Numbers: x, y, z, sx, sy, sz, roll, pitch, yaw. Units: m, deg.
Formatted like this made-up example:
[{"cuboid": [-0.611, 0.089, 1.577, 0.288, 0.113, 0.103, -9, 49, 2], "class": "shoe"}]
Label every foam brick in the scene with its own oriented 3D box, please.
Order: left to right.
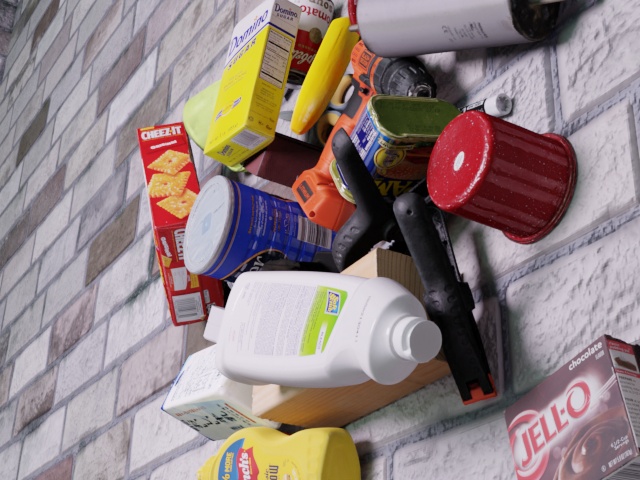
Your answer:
[{"cuboid": [-0.037, -0.089, 1.189, 0.053, 0.078, 0.051, 35, 106, 64], "class": "foam brick"}]

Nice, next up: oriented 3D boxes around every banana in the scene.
[{"cuboid": [0.011, -0.191, 1.161, 0.197, 0.037, 0.070, -70, 3, -47], "class": "banana"}]

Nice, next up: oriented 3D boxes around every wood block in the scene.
[{"cuboid": [0.028, 0.095, 0.946, 0.206, 0.090, 0.090, -36, 45, 49], "class": "wood block"}]

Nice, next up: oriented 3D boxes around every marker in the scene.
[{"cuboid": [0.126, -0.110, 0.959, 0.121, 0.020, 0.020, -13, 64, 60], "class": "marker"}]

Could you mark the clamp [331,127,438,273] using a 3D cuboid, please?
[{"cuboid": [0.055, -0.022, 0.918, 0.210, 0.164, 0.036, -64, 38, 37], "class": "clamp"}]

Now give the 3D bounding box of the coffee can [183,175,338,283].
[{"cuboid": [-0.057, 0.001, 1.104, 0.103, 0.140, 0.103, -39, 42, 47], "class": "coffee can"}]

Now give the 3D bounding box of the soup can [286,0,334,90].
[{"cuboid": [-0.026, -0.237, 1.263, 0.069, 0.068, 0.102, -5, 70, 61], "class": "soup can"}]

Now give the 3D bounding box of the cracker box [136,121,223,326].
[{"cuboid": [-0.177, -0.025, 1.349, 0.214, 0.072, 0.164, -109, 11, -49], "class": "cracker box"}]

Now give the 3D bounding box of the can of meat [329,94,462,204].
[{"cuboid": [0.071, -0.079, 0.937, 0.084, 0.101, 0.057, -61, 41, 42], "class": "can of meat"}]

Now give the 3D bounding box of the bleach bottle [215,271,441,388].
[{"cuboid": [0.005, 0.076, 0.835, 0.251, 0.068, 0.102, 1, 77, 59], "class": "bleach bottle"}]

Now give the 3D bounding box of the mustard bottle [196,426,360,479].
[{"cuboid": [-0.049, 0.223, 1.000, 0.192, 0.058, 0.096, -9, 81, 44], "class": "mustard bottle"}]

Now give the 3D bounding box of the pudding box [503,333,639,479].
[{"cuboid": [0.174, 0.130, 0.709, 0.114, 0.039, 0.090, -48, 36, 40], "class": "pudding box"}]

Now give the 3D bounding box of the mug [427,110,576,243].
[{"cuboid": [0.132, -0.050, 0.845, 0.117, 0.081, 0.093, -19, 58, 58], "class": "mug"}]

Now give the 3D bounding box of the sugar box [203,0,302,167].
[{"cuboid": [-0.075, -0.178, 1.183, 0.094, 0.048, 0.176, -25, 50, 50], "class": "sugar box"}]

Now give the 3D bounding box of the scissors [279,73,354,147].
[{"cuboid": [0.000, -0.159, 1.226, 0.096, 0.016, 0.202, -65, 28, 12], "class": "scissors"}]

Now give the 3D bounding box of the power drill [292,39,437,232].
[{"cuboid": [0.044, -0.103, 1.056, 0.188, 0.057, 0.184, -63, 19, 14], "class": "power drill"}]

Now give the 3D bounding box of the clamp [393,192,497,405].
[{"cuboid": [0.096, 0.040, 0.828, 0.039, 0.120, 0.171, -23, 72, 17], "class": "clamp"}]
